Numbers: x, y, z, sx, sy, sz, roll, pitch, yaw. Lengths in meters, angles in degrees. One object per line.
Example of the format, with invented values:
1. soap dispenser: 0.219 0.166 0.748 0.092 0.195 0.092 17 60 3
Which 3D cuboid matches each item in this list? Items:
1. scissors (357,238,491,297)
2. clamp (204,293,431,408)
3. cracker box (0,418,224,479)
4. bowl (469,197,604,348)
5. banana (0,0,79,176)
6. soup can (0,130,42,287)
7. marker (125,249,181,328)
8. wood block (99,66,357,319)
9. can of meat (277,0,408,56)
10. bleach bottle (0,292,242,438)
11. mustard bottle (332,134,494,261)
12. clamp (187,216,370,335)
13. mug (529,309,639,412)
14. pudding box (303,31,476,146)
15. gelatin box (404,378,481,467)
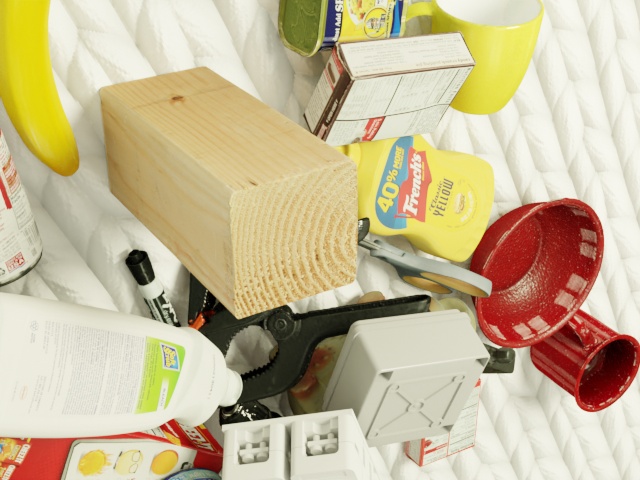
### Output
1. scissors: 0.056 0.015 0.959 0.201 0.096 0.016 20 76 -10
2. clamp: -0.036 0.056 0.893 0.210 0.036 0.164 -39 95 7
3. cracker box: -0.206 0.202 0.858 0.213 0.072 0.164 24 101 -41
4. bowl: 0.200 0.023 1.046 0.161 0.055 0.162 -16 122 -27
5. banana: -0.186 -0.133 0.711 0.069 0.037 0.198 -4 117 -31
6. soup can: -0.233 -0.026 0.717 0.068 0.069 0.102 -26 127 -21
7. marker: -0.129 0.055 0.864 0.020 0.020 0.121 -31 128 -17
8. wood block: -0.068 -0.042 0.728 0.090 0.206 0.090 -17 123 -27
9. can of meat: 0.020 -0.194 0.805 0.083 0.058 0.102 -10 119 -32
10. bleach bottle: -0.154 0.103 0.782 0.250 0.068 0.102 18 80 -49
11. mustard bottle: 0.065 -0.049 0.911 0.191 0.058 0.096 19 89 -38
12. clamp: -0.056 0.001 0.853 0.171 0.120 0.039 -43 164 13
13. mug: 0.273 0.115 1.127 0.093 0.082 0.117 -42 131 -8
14. pudding box: 0.053 -0.118 0.832 0.113 0.039 0.090 -12 153 -25
15. gelatin box: 0.126 0.182 1.099 0.073 0.030 0.089 -15 122 -29
